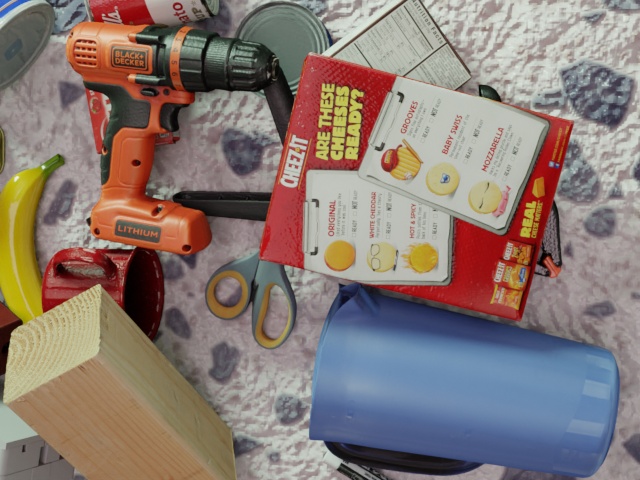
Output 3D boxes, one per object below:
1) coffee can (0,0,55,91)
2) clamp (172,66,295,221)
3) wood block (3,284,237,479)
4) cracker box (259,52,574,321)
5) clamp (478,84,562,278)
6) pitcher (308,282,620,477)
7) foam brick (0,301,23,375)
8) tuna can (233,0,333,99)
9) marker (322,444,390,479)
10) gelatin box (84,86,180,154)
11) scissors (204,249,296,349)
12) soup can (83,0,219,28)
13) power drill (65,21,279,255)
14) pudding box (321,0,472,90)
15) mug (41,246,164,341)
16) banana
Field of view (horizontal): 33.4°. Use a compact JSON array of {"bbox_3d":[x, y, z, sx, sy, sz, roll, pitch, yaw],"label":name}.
[{"bbox_3d":[-0.319,-0.209,0.935,0.140,0.102,0.103,40,100,4],"label":"coffee can"},{"bbox_3d":[-0.010,-0.046,0.919,0.210,0.036,0.165,30,118,3],"label":"clamp"},{"bbox_3d":[-0.162,0.148,0.895,0.091,0.090,0.206,-28,126,10],"label":"wood block"},{"bbox_3d":[0.072,-0.042,0.844,0.213,0.072,0.164,14,94,-5],"label":"cracker box"},{"bbox_3d":[0.151,-0.044,0.905,0.171,0.039,0.120,40,104,-2],"label":"clamp"},{"bbox_3d":[0.114,0.129,0.890,0.243,0.149,0.145,11,79,5],"label":"pitcher"},{"bbox_3d":[-0.313,0.094,0.960,0.051,0.078,0.053,33,134,35],"label":"foam brick"},{"bbox_3d":[-0.032,-0.163,0.927,0.086,0.033,0.086,1,95,9],"label":"tuna can"},{"bbox_3d":[0.057,0.221,0.954,0.121,0.020,0.020,31,99,5],"label":"marker"},{"bbox_3d":[-0.170,-0.126,0.954,0.073,0.030,0.089,-8,93,10],"label":"gelatin box"},{"bbox_3d":[-0.056,0.001,0.926,0.096,0.016,0.202,10,115,18],"label":"scissors"},{"bbox_3d":[-0.146,-0.216,0.923,0.102,0.068,0.068,-10,93,9],"label":"soup can"},{"bbox_3d":[-0.126,-0.086,0.897,0.185,0.057,0.188,10,107,17],"label":"power drill"},{"bbox_3d":[0.056,-0.140,0.894,0.113,0.039,0.090,-37,105,0],"label":"pudding box"},{"bbox_3d":[-0.195,0.042,0.935,0.081,0.117,0.093,1,60,14],"label":"mug"},{"bbox_3d":[-0.265,0.021,0.980,0.070,0.037,0.198,-3,95,10],"label":"banana"}]
